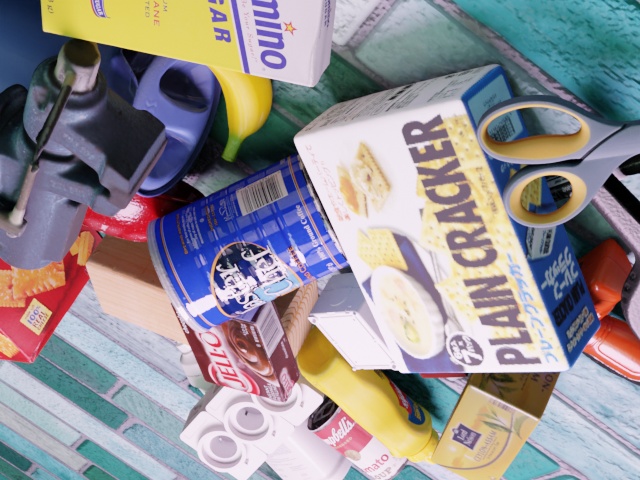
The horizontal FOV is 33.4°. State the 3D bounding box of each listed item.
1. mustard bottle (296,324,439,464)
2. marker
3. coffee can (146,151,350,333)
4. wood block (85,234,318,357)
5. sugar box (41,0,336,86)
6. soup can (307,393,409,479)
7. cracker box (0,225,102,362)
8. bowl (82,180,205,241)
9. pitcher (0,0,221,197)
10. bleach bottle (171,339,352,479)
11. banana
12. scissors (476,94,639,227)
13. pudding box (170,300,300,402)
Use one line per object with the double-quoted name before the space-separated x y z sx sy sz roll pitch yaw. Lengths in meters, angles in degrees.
"mustard bottle" 0.059 0.166 1.082 0.191 0.058 0.096 45 -175 -23
"marker" 0.188 -0.044 0.753 0.020 0.020 0.121 44 145 -20
"coffee can" -0.056 0.001 0.871 0.140 0.103 0.102 -25 127 8
"wood block" -0.115 0.048 1.055 0.206 0.090 0.090 19 146 18
"sugar box" -0.079 -0.155 0.633 0.176 0.048 0.093 14 126 12
"soup can" 0.045 0.208 1.164 0.102 0.068 0.069 39 147 -14
"cracker box" -0.329 -0.004 1.090 0.072 0.164 0.213 2 138 35
"bowl" -0.184 -0.042 0.940 0.162 0.055 0.162 22 -173 -3
"pitcher" -0.209 -0.132 0.863 0.243 0.144 0.149 23 115 18
"bleach bottle" -0.074 0.188 1.241 0.103 0.068 0.250 -19 121 46
"banana" -0.077 -0.128 0.791 0.037 0.069 0.197 24 164 27
"scissors" 0.197 -0.048 0.664 0.202 0.016 0.096 6 116 13
"pudding box" -0.075 0.091 0.962 0.090 0.039 0.113 10 136 27
